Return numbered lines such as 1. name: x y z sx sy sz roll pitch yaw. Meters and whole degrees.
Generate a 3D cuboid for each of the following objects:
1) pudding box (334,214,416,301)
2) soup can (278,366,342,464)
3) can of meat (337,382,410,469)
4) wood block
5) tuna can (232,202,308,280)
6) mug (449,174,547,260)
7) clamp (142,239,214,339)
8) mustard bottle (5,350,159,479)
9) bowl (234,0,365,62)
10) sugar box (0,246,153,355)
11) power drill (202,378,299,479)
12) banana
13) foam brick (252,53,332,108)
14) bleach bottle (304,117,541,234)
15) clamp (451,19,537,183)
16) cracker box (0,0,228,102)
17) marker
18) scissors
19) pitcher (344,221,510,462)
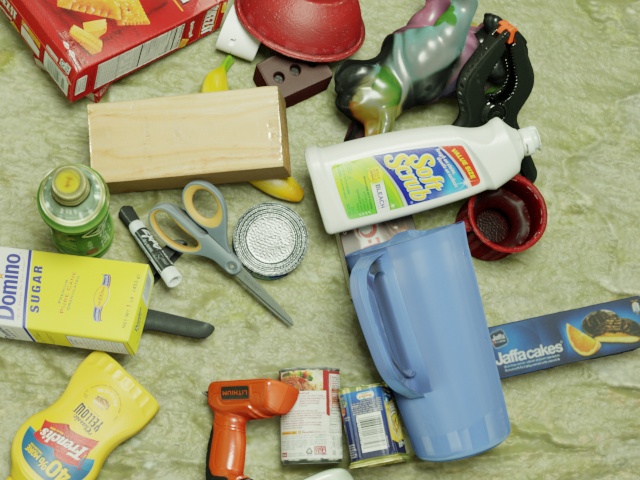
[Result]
1. pudding box: 0.067 0.006 1.231 0.090 0.039 0.113 -12 79 -10
2. soup can: -0.011 0.191 1.163 0.068 0.068 0.102 0 78 -9
3. can of meat: 0.057 0.200 1.154 0.057 0.102 0.084 -13 76 10
4. wood block: -0.141 -0.109 1.173 0.206 0.091 0.090 -5 86 4
5. tuna can: -0.058 0.001 1.217 0.086 0.034 0.086 2 77 -8
6. mug: 0.194 -0.019 1.234 0.117 0.081 0.093 -18 81 -12
7. clamp: -0.203 0.080 1.171 0.171 0.039 0.120 -26 63 -10
8. mustard bottle: -0.267 0.214 1.125 0.096 0.058 0.191 42 75 4
9. bowl: -0.016 -0.280 1.240 0.162 0.055 0.162 11 46 -12
10. sugar box: -0.273 0.063 1.135 0.176 0.048 0.093 7 62 6
11. power drill: -0.075 0.239 1.101 0.057 0.185 0.187 31 62 -42
12. banana: -0.090 -0.123 1.238 0.069 0.037 0.198 -26 82 -11
13. foam brick: -0.033 -0.192 1.255 0.078 0.051 0.053 -28 83 -14
14. bleach bottle: 0.115 -0.086 1.171 0.251 0.068 0.102 -16 105 2
15. clamp: 0.201 -0.146 1.221 0.164 0.036 0.210 2 120 -24
16. cracker box: -0.237 -0.277 1.207 0.213 0.072 0.164 -33 81 -27
17. marker: -0.190 0.004 1.182 0.020 0.020 0.121 -32 59 -14
18. scissors: -0.093 0.008 1.173 0.201 0.016 0.096 31 112 -5
19. pitcher: 0.115 0.109 1.138 0.149 0.145 0.243 -16 91 -8
